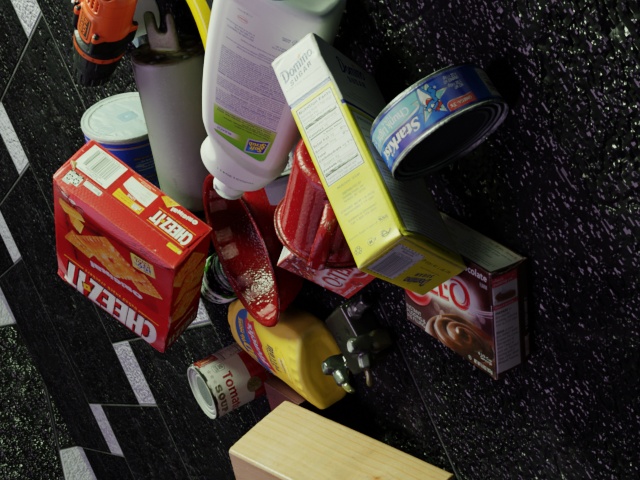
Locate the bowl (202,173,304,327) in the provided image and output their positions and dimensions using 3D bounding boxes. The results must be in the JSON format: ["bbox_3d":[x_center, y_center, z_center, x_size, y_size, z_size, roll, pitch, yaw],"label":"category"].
[{"bbox_3d":[-0.057,0.001,1.048,0.162,0.055,0.162,52,155,36],"label":"bowl"}]

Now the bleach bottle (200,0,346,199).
[{"bbox_3d":[-0.057,-0.123,0.871,0.102,0.068,0.251,29,142,3],"label":"bleach bottle"}]

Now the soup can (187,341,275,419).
[{"bbox_3d":[-0.091,0.150,1.208,0.069,0.102,0.068,45,149,37],"label":"soup can"}]

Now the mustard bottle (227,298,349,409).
[{"bbox_3d":[-0.046,0.100,1.124,0.192,0.058,0.096,27,141,54],"label":"mustard bottle"}]

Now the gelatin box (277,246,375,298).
[{"bbox_3d":[0.010,0.014,0.919,0.073,0.030,0.089,25,158,-10],"label":"gelatin box"}]

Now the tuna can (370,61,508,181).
[{"bbox_3d":[0.075,-0.075,0.683,0.034,0.086,0.086,60,155,15],"label":"tuna can"}]

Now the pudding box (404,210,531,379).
[{"bbox_3d":[0.104,0.036,0.785,0.114,0.039,0.090,31,138,50],"label":"pudding box"}]

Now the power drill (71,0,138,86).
[{"bbox_3d":[-0.243,-0.258,1.037,0.188,0.057,0.185,58,151,8],"label":"power drill"}]

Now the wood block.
[{"bbox_3d":[0.022,0.243,1.021,0.206,0.090,0.091,17,130,38],"label":"wood block"}]

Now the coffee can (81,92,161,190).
[{"bbox_3d":[-0.210,-0.084,1.226,0.103,0.102,0.140,40,146,43],"label":"coffee can"}]

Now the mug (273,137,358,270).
[{"bbox_3d":[0.011,-0.029,0.831,0.093,0.117,0.082,18,138,4],"label":"mug"}]

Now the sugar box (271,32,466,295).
[{"bbox_3d":[0.032,-0.053,0.742,0.093,0.048,0.176,25,-145,-54],"label":"sugar box"}]

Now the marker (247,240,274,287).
[{"bbox_3d":[-0.070,0.005,1.130,0.121,0.020,0.020,52,153,26],"label":"marker"}]

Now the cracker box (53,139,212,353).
[{"bbox_3d":[-0.208,0.014,1.156,0.164,0.072,0.214,36,149,9],"label":"cracker box"}]

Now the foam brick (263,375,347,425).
[{"bbox_3d":[-0.016,0.173,1.142,0.078,0.051,0.053,23,132,56],"label":"foam brick"}]
